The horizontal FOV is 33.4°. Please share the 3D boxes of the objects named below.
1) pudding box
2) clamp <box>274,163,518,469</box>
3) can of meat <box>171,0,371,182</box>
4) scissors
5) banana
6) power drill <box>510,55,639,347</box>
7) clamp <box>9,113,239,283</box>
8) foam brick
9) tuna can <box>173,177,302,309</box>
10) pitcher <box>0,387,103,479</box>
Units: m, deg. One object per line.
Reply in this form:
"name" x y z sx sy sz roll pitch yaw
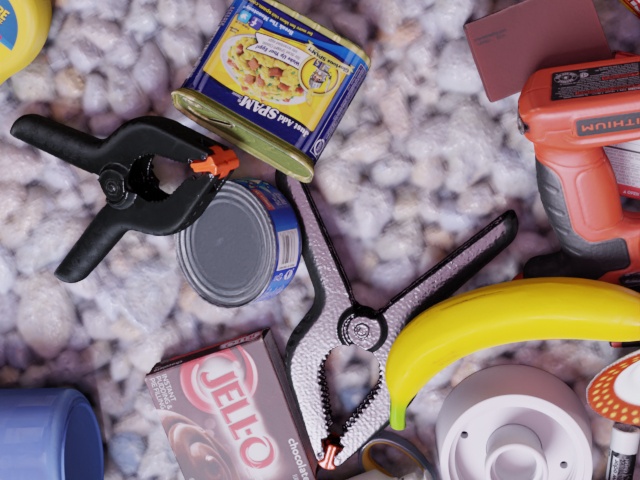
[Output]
"pudding box" -0.060 0.127 0.750 0.090 0.039 0.113 -19 99 11
"clamp" 0.021 0.050 0.723 0.164 0.036 0.210 22 100 5
"can of meat" -0.030 -0.099 0.677 0.102 0.057 0.084 29 82 0
"scissors" 0.080 0.228 0.764 0.096 0.016 0.202 -34 95 15
"banana" 0.113 0.058 0.663 0.198 0.037 0.069 -24 113 28
"power drill" 0.197 -0.017 0.642 0.184 0.057 0.187 -6 123 15
"clamp" -0.135 -0.047 0.707 0.172 0.039 0.120 -20 101 30
"foam brick" 0.133 -0.124 0.663 0.078 0.051 0.053 -19 98 11
"tuna can" -0.055 0.001 0.708 0.086 0.033 0.086 6 101 34
"pitcher" -0.283 0.154 0.751 0.243 0.145 0.149 -5 114 5
